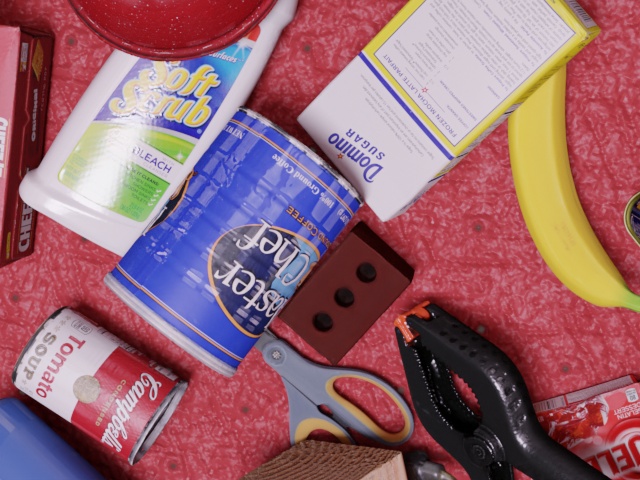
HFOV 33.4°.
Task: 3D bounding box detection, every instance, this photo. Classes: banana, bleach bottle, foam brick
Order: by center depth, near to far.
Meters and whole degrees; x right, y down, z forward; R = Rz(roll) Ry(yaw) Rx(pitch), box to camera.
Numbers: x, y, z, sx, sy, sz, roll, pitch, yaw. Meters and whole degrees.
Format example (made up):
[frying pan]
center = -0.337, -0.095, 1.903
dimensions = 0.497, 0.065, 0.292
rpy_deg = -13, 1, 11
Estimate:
[banana]
center = 0.156, -0.039, 0.684
dimensions = 0.070, 0.037, 0.198
rpy_deg = -23, 85, 35
[bleach bottle]
center = -0.095, -0.115, 0.706
dimensions = 0.102, 0.068, 0.251
rpy_deg = 30, 99, -10
[foam brick]
center = 0.019, 0.035, 0.714
dimensions = 0.053, 0.051, 0.078
rpy_deg = 41, 100, 2

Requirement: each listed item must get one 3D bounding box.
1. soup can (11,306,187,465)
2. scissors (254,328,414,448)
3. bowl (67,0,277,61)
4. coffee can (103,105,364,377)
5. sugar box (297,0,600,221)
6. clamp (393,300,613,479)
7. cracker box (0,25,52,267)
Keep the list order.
[soup can]
center = -0.153, 0.099, 0.741
dimensions = 0.102, 0.068, 0.068
rpy_deg = 32, 100, 5
[scissors]
center = -0.032, 0.099, 0.748
dimensions = 0.202, 0.016, 0.096
rpy_deg = 28, 100, 5
[bowl]
center = -0.096, -0.193, 0.647
dimensions = 0.162, 0.055, 0.162
rpy_deg = 0, 90, 8
[coffee can]
center = -0.054, 0.001, 0.680
dimensions = 0.103, 0.103, 0.140
rpy_deg = 37, 86, 3
[sugar box]
center = 0.077, -0.103, 0.670
dimensions = 0.176, 0.048, 0.093
rpy_deg = -43, 82, 28
[clamp]
center = 0.121, 0.129, 0.684
dimensions = 0.165, 0.036, 0.210
rpy_deg = -35, 82, 52
[cracker box]
center = -0.303, -0.079, 0.742
dimensions = 0.214, 0.072, 0.164
rpy_deg = 9, 99, 7
